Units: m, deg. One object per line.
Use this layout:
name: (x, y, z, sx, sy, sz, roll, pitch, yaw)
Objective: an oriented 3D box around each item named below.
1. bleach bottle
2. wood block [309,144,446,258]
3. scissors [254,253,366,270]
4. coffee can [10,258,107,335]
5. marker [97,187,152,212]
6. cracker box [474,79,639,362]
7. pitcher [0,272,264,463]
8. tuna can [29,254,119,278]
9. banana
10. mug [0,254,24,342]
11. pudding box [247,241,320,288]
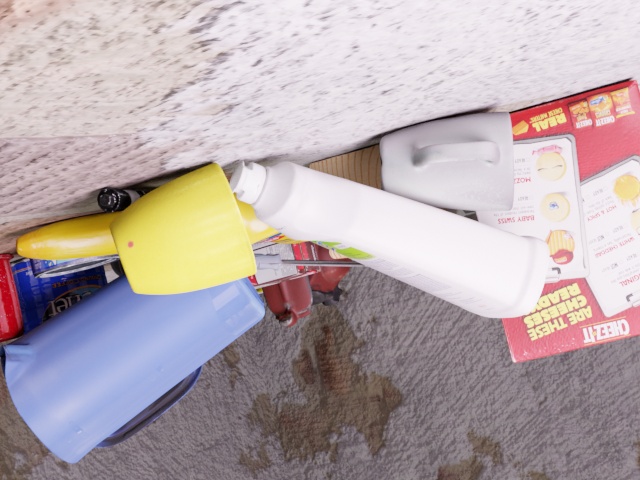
bleach bottle: (0.049, -0.008, 0.846, 0.250, 0.068, 0.103, 21, 167, -18)
wood block: (0.064, -0.036, 1.025, 0.091, 0.090, 0.206, -14, 177, 12)
scissors: (-0.052, 0.020, 0.942, 0.201, 0.016, 0.096, 2, -178, -2)
coffee can: (-0.274, 0.084, 1.159, 0.103, 0.140, 0.103, -14, 177, -1)
marker: (-0.141, -0.031, 0.837, 0.020, 0.020, 0.121, -15, 177, 16)
cracker box: (0.224, -0.016, 0.947, 0.164, 0.214, 0.072, -15, 177, 13)
pitcher: (-0.175, 0.101, 1.039, 0.243, 0.145, 0.149, -34, 179, -2)
tuna can: (-0.233, 0.010, 1.009, 0.086, 0.034, 0.086, -14, 177, -1)
banana: (-0.176, -0.006, 0.953, 0.070, 0.037, 0.197, -18, 175, 33)
mug: (-0.343, 0.064, 1.035, 0.093, 0.081, 0.117, -15, 177, 22)
pudding box: (-0.057, 0.002, 1.132, 0.114, 0.090, 0.039, -16, 175, 43)
